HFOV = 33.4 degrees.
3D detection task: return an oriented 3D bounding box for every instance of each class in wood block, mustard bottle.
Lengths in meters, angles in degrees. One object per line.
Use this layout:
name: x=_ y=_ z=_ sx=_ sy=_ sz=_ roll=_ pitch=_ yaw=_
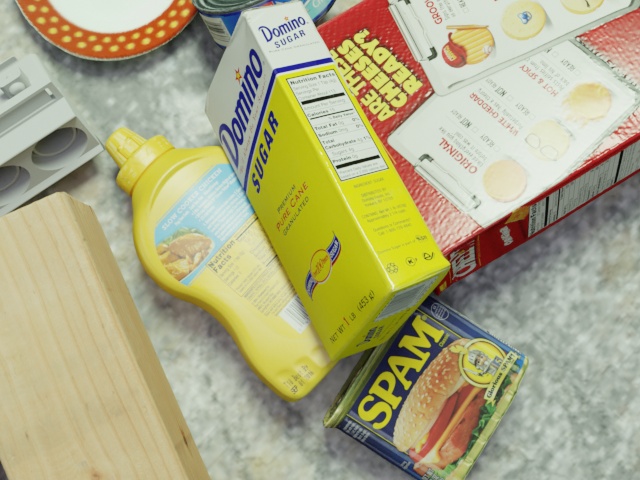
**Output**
wood block: x=-0.139 y=0.087 z=0.618 sx=0.090 sy=0.091 sz=0.206 roll=-24 pitch=85 yaw=-2
mustard bottle: x=-0.054 y=0.001 z=0.640 sx=0.191 sy=0.058 sz=0.096 roll=42 pitch=78 yaw=4

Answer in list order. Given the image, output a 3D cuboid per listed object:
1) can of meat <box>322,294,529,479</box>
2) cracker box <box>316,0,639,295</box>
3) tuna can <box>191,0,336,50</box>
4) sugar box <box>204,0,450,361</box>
can of meat: x=0.063 y=0.088 z=0.633 sx=0.084 sy=0.057 sz=0.102 roll=33 pitch=86 yaw=1
cracker box: x=0.112 y=-0.093 z=0.623 sx=0.213 sy=0.072 sz=0.164 roll=-32 pitch=67 yaw=-1
tuna can: x=-0.032 y=-0.150 z=0.641 sx=0.086 sy=0.086 sz=0.033 roll=-31 pitch=127 yaw=-2
sugar box: x=-0.003 y=-0.032 z=0.583 sx=0.048 sy=0.093 sz=0.176 roll=-20 pitch=69 yaw=-30
